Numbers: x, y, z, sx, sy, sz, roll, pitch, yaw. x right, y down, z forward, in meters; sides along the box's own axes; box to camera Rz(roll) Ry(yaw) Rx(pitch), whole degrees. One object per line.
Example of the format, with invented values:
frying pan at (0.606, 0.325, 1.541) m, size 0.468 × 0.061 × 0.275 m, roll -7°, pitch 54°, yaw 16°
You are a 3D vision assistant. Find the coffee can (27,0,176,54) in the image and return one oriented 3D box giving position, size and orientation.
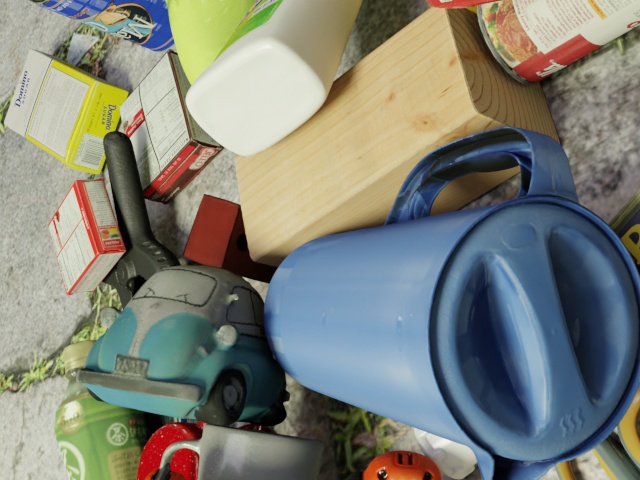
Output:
coffee can at (-0.192, -0.246, 1.001) m, size 0.103 × 0.140 × 0.103 m, roll -17°, pitch 66°, yaw 43°

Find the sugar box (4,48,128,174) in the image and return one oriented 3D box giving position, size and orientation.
sugar box at (-0.271, -0.139, 1.127) m, size 0.176 × 0.048 × 0.093 m, roll 31°, pitch 101°, yaw 51°

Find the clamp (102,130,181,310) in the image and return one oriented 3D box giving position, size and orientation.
clamp at (-0.167, 0.030, 0.954) m, size 0.210 × 0.036 × 0.165 m, roll 59°, pitch 139°, yaw 27°

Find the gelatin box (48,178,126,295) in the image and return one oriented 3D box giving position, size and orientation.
gelatin box at (-0.209, -0.002, 0.950) m, size 0.089 × 0.030 × 0.073 m, roll -44°, pitch 60°, yaw 49°

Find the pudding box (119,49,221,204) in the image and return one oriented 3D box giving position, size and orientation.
pudding box at (-0.139, -0.104, 0.978) m, size 0.090 × 0.039 × 0.113 m, roll -40°, pitch 54°, yaw 34°

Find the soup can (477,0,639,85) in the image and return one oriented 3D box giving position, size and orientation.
soup can at (0.156, -0.148, 0.651) m, size 0.102 × 0.068 × 0.068 m, roll -28°, pitch 59°, yaw 38°

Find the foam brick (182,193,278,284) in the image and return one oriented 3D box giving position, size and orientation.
foam brick at (-0.055, 0.001, 0.826) m, size 0.051 × 0.078 × 0.053 m, roll 19°, pitch 92°, yaw 50°

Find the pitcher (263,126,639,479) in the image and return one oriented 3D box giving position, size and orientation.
pitcher at (0.061, 0.036, 0.621) m, size 0.149 × 0.145 × 0.243 m, roll -40°, pitch 15°, yaw -21°

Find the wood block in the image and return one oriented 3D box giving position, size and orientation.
wood block at (0.044, -0.060, 0.728) m, size 0.206 × 0.090 × 0.090 m, roll -33°, pitch 55°, yaw 37°

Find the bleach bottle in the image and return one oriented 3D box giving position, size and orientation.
bleach bottle at (-0.011, -0.174, 0.777) m, size 0.103 × 0.068 × 0.250 m, roll -30°, pitch 28°, yaw 38°

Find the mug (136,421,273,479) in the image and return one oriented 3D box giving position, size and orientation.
mug at (-0.079, 0.169, 0.797) m, size 0.093 × 0.081 × 0.117 m, roll 32°, pitch 101°, yaw 47°
